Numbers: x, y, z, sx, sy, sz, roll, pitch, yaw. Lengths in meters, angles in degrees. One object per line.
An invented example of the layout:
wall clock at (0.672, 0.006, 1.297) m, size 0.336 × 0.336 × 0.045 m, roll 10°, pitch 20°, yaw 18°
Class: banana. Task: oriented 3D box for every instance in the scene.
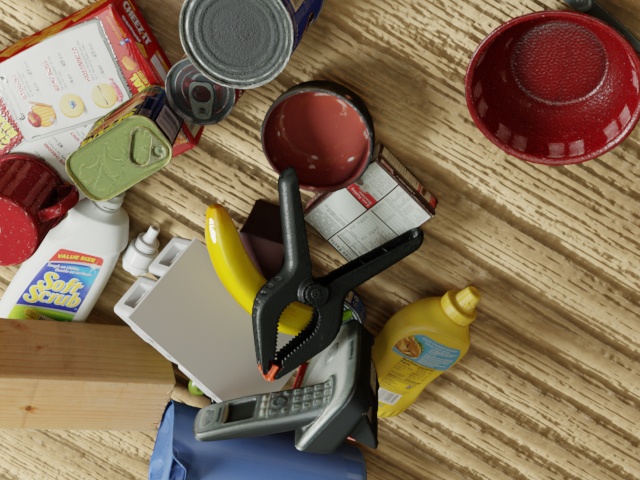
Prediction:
banana at (-0.058, 0.043, 1.084) m, size 0.197 × 0.037 × 0.069 m, roll 40°, pitch 88°, yaw -26°

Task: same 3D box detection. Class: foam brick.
foam brick at (-0.057, 0.001, 1.126) m, size 0.053 × 0.078 × 0.051 m, roll 18°, pitch 120°, yaw 3°

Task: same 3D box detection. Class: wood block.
wood block at (-0.280, 0.154, 1.205) m, size 0.205 × 0.090 × 0.091 m, roll 7°, pitch 129°, yaw -27°

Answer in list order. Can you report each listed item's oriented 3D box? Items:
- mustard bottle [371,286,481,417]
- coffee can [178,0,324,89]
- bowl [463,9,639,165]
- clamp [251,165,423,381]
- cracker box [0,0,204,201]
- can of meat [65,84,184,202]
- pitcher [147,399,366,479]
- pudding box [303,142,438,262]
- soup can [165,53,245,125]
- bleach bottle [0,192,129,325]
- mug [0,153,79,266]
mustard bottle at (0.105, 0.115, 1.159) m, size 0.096 × 0.058 × 0.192 m, roll 25°, pitch 124°, yaw -29°
coffee can at (-0.058, -0.210, 0.968) m, size 0.103 × 0.140 × 0.103 m, roll 6°, pitch 120°, yaw 10°
bowl at (0.216, -0.149, 0.979) m, size 0.162 × 0.055 × 0.162 m, roll 10°, pitch 131°, yaw 11°
clamp at (-0.015, 0.039, 1.056) m, size 0.164 × 0.036 × 0.210 m, roll 32°, pitch 95°, yaw -21°
cracker box at (-0.249, -0.134, 1.084) m, size 0.214 × 0.072 × 0.164 m, roll -23°, pitch 114°, yaw 17°
can of meat at (-0.181, -0.094, 1.008) m, size 0.102 × 0.084 × 0.057 m, roll -29°, pitch 114°, yaw 20°
pitcher at (-0.078, 0.270, 1.244) m, size 0.242 × 0.149 × 0.145 m, roll 13°, pitch 131°, yaw -14°
pudding box at (0.051, -0.032, 1.105) m, size 0.090 × 0.039 × 0.114 m, roll 44°, pitch 122°, yaw -15°
soup can at (-0.101, -0.162, 1.029) m, size 0.068 × 0.102 × 0.068 m, roll 6°, pitch 120°, yaw 10°
bleach bottle at (-0.290, 0.030, 1.204) m, size 0.102 × 0.068 × 0.251 m, roll 27°, pitch 122°, yaw -12°
mug at (-0.296, -0.029, 1.059) m, size 0.117 × 0.081 × 0.093 m, roll -9°, pitch 118°, yaw 11°
